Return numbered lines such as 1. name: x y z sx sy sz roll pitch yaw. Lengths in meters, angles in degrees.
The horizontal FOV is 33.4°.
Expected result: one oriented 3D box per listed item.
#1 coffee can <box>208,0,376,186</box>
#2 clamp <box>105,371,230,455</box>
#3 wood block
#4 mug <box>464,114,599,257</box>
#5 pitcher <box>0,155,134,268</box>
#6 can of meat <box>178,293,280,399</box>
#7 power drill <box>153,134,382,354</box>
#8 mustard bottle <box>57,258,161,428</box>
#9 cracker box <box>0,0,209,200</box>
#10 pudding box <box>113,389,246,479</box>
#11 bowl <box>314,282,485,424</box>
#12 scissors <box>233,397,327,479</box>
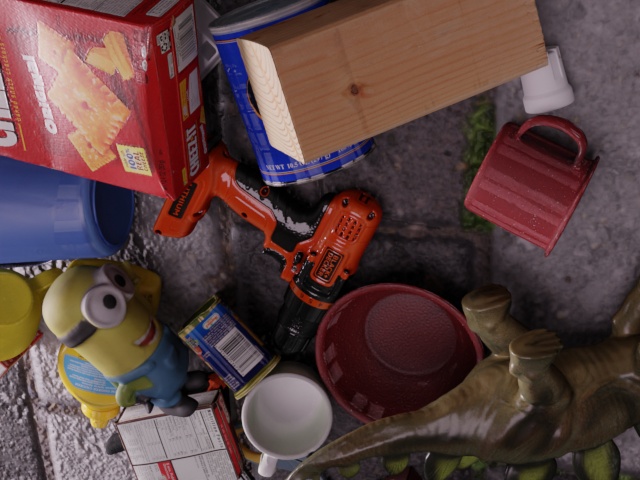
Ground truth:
1. coffee can: -0.022 -0.130 0.891 0.103 0.102 0.140 -11 111 22
2. clamp: -0.140 0.209 1.129 0.120 0.039 0.172 40 119 -10
3. wood block: 0.055 -0.143 0.808 0.206 0.090 0.091 -23 111 -13
4. mug: 0.174 -0.053 0.870 0.081 0.093 0.117 28 137 9
5. pitcher: -0.304 -0.032 1.025 0.243 0.149 0.145 0 100 14
6. can of meat: -0.089 0.099 1.025 0.057 0.102 0.084 -43 95 -5
7. power drill: -0.057 0.001 0.993 0.187 0.057 0.185 28 116 0
8. mustard bottle: -0.220 0.114 1.096 0.096 0.058 0.192 10 118 -3
9. cracker box: -0.206 -0.137 0.894 0.214 0.072 0.164 14 131 19
10. pudding box: -0.142 0.206 1.086 0.113 0.039 0.090 -13 107 14
11. bowl: 0.079 0.101 0.997 0.162 0.055 0.162 7 117 14
12. scissors: -0.024 0.249 1.124 0.096 0.016 0.201 -22 106 27
